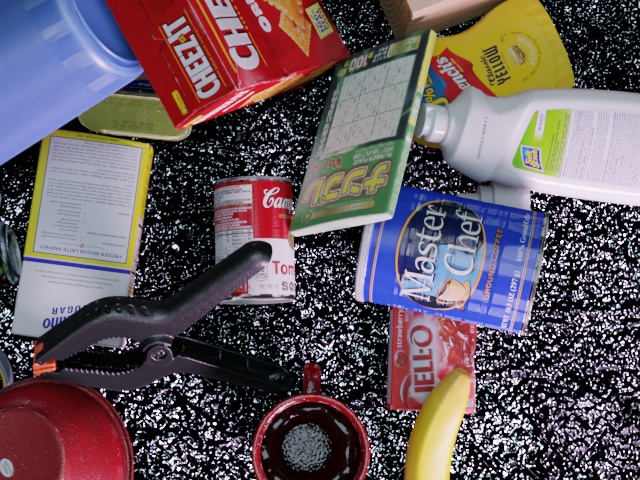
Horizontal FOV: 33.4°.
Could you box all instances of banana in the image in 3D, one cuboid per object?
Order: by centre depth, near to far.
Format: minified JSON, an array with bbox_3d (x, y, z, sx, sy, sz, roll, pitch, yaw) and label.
[{"bbox_3d":[0.103,0.205,0.884,0.069,0.037,0.198,-8,94,7],"label":"banana"}]

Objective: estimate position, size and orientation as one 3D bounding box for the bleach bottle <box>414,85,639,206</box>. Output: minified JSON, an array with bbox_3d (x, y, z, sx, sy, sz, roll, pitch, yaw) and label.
[{"bbox_3d":[0.203,-0.089,0.898,0.250,0.068,0.102,8,92,-13],"label":"bleach bottle"}]

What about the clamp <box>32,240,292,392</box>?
[{"bbox_3d":[-0.123,0.085,0.863,0.210,0.164,0.036,-14,41,2],"label":"clamp"}]

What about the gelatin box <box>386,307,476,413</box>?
[{"bbox_3d":[0.095,0.102,0.912,0.073,0.030,0.089,3,82,-2],"label":"gelatin box"}]

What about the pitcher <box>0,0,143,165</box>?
[{"bbox_3d":[-0.256,-0.134,0.837,0.243,0.144,0.149,-23,84,24],"label":"pitcher"}]

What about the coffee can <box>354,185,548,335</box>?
[{"bbox_3d":[0.107,0.014,0.877,0.140,0.103,0.103,12,82,9],"label":"coffee can"}]

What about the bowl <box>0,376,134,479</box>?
[{"bbox_3d":[-0.231,0.180,0.833,0.162,0.055,0.162,-3,71,10],"label":"bowl"}]

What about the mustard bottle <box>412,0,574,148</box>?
[{"bbox_3d":[0.117,-0.135,0.930,0.191,0.058,0.096,-25,93,-5],"label":"mustard bottle"}]

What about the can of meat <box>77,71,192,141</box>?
[{"bbox_3d":[-0.151,-0.135,0.903,0.102,0.057,0.084,5,53,-2],"label":"can of meat"}]

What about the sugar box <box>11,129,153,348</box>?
[{"bbox_3d":[-0.200,-0.001,0.907,0.093,0.048,0.176,8,86,-3],"label":"sugar box"}]

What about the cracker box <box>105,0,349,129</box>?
[{"bbox_3d":[-0.076,-0.190,0.844,0.072,0.213,0.164,-28,93,28],"label":"cracker box"}]

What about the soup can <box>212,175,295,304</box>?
[{"bbox_3d":[-0.056,0.001,0.900,0.068,0.068,0.102,-2,83,-3],"label":"soup can"}]

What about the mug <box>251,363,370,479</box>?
[{"bbox_3d":[-0.010,0.159,0.874,0.093,0.081,0.117,-1,83,-3],"label":"mug"}]
